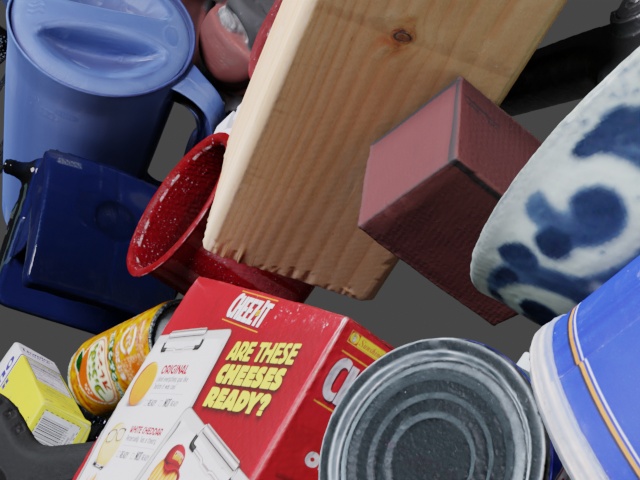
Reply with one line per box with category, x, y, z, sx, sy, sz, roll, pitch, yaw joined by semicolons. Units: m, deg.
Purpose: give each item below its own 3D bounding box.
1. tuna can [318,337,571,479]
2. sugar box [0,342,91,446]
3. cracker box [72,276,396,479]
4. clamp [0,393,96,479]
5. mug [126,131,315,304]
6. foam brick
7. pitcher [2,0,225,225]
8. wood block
tuna can;0.042;0.076;0.354;0.086;0.033;0.086;-17;59;29
sugar box;-0.223;0.140;0.781;0.093;0.048;0.176;-58;25;-6
cracker box;-0.054;0.129;0.457;0.213;0.072;0.164;-59;25;-11
clamp;-0.168;0.132;0.578;0.210;0.036;0.164;33;80;24
mug;-0.054;0.001;0.606;0.117;0.081;0.093;-5;54;59
foam brick;0.062;-0.014;0.419;0.051;0.078;0.053;-37;28;36
pitcher;-0.177;-0.083;0.837;0.149;0.144;0.243;67;151;27
wood block;0.024;-0.076;0.467;0.206;0.090;0.090;119;165;-47
